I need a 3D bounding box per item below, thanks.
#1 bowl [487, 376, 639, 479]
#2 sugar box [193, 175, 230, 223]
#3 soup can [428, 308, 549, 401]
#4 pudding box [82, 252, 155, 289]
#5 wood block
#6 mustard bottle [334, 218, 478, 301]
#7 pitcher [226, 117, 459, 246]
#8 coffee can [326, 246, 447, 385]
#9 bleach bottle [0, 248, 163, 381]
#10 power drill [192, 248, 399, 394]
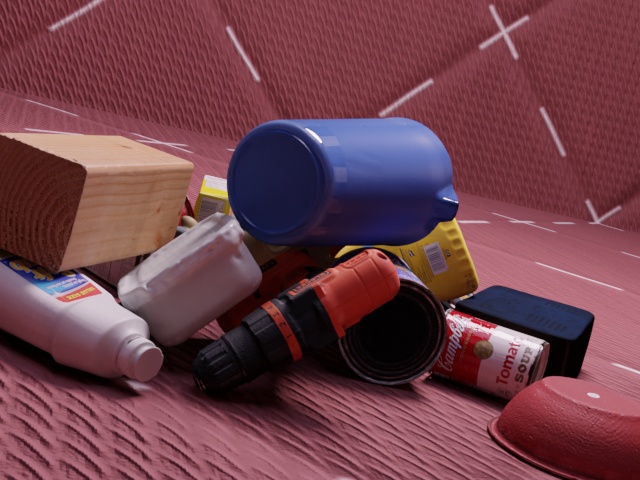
[{"bbox_3d":[0.228,0.158,0.912,0.162,0.055,0.162,14,8,-2],"label":"bowl"},{"bbox_3d":[-0.141,-0.025,1.347,0.048,0.093,0.176,13,8,-9],"label":"sugar box"},{"bbox_3d":[0.163,0.114,1.038,0.102,0.068,0.068,18,10,22],"label":"soup can"},{"bbox_3d":[-0.201,0.001,1.099,0.039,0.090,0.114,4,14,-41],"label":"pudding box"},{"bbox_3d":[-0.201,-0.039,0.937,0.091,0.090,0.205,21,11,15],"label":"wood block"},{"bbox_3d":[0.068,0.042,1.160,0.191,0.096,0.058,-20,-4,2],"label":"mustard bottle"},{"bbox_3d":[0.011,-0.058,1.007,0.149,0.145,0.242,-24,-9,29],"label":"pitcher"},{"bbox_3d":[0.057,0.070,1.035,0.102,0.103,0.140,13,9,-9],"label":"coffee can"},{"bbox_3d":[-0.217,0.051,0.863,0.251,0.068,0.102,23,12,34],"label":"bleach bottle"},{"bbox_3d":[-0.038,0.064,0.913,0.184,0.057,0.188,-28,11,-13],"label":"power drill"}]
